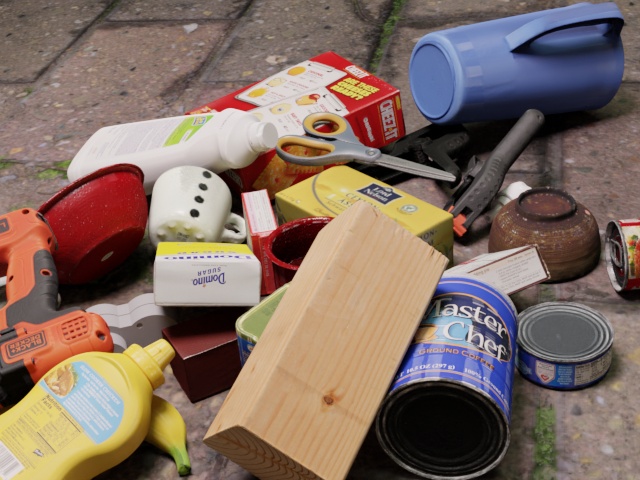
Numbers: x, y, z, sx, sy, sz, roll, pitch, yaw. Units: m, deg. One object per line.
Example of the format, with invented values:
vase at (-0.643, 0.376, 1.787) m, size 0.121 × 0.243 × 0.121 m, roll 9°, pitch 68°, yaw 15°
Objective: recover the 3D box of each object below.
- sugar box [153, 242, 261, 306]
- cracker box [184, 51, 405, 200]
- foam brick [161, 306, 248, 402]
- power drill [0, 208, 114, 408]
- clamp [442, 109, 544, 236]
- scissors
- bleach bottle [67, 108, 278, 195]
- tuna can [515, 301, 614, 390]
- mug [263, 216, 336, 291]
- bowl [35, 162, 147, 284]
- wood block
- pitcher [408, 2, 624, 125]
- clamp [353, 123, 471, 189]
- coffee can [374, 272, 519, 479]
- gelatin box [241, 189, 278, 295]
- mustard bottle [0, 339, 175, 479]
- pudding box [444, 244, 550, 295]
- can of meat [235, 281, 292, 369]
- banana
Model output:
sugar box at (-0.107, 0.029, 0.990) m, size 0.093 × 0.048 × 0.176 m, roll 1°, pitch 2°, yaw -9°
cracker box at (-0.031, -0.136, 1.275) m, size 0.213 × 0.072 × 0.164 m, roll -26°, pitch 37°, yaw -18°
foam brick at (-0.093, 0.099, 0.948) m, size 0.078 × 0.051 × 0.053 m, roll -19°, pitch 35°, yaw -20°
power drill at (-0.286, 0.067, 0.932) m, size 0.184 × 0.057 × 0.188 m, roll -20°, pitch 49°, yaw -9°
clamp at (0.181, -0.072, 1.139) m, size 0.039 × 0.120 × 0.171 m, roll 35°, pitch 42°, yaw -3°
scissors at (0.052, -0.102, 1.148) m, size 0.202 × 0.016 × 0.096 m, roll 6°, pitch 44°, yaw 14°
bleach bottle at (-0.158, -0.095, 1.179) m, size 0.251 × 0.068 × 0.102 m, roll -5°, pitch 42°, yaw 34°
tuna can at (0.210, 0.091, 0.928) m, size 0.086 × 0.034 × 0.086 m, roll -4°, pitch 32°, yaw 2°
mug at (-0.005, 0.029, 1.016) m, size 0.093 × 0.081 × 0.117 m, roll -10°, pitch 32°, yaw -8°
bowl at (-0.230, -0.005, 1.078) m, size 0.161 × 0.162 × 0.055 m, roll -31°, pitch 75°, yaw -34°
wood block at (0.006, 0.084, 0.823) m, size 0.090 × 0.090 × 0.206 m, roll 34°, pitch 62°, yaw -10°
pitcher at (0.235, -0.211, 1.268) m, size 0.242 × 0.149 × 0.145 m, roll -12°, pitch 27°, yaw -27°
clamp at (0.122, -0.096, 1.220) m, size 0.165 × 0.036 × 0.209 m, roll 0°, pitch 24°, yaw 38°
coffee can at (0.104, 0.106, 0.855) m, size 0.103 × 0.103 × 0.140 m, roll 2°, pitch 33°, yaw 12°
gelatin box at (-0.057, 0.001, 1.077) m, size 0.030 × 0.073 × 0.089 m, roll -10°, pitch 32°, yaw -7°
mustard bottle at (-0.192, 0.144, 0.839) m, size 0.191 × 0.058 × 0.096 m, roll -40°, pitch 58°, yaw -21°
pudding box at (0.138, 0.042, 0.977) m, size 0.113 × 0.039 × 0.090 m, roll -22°, pitch 2°, yaw -22°
can of meat at (-0.024, 0.091, 0.917) m, size 0.058 × 0.084 × 0.101 m, roll 20°, pitch 40°, yaw 35°
banana at (-0.193, 0.150, 0.894) m, size 0.198 × 0.037 × 0.069 m, roll 3°, pitch 33°, yaw 14°
